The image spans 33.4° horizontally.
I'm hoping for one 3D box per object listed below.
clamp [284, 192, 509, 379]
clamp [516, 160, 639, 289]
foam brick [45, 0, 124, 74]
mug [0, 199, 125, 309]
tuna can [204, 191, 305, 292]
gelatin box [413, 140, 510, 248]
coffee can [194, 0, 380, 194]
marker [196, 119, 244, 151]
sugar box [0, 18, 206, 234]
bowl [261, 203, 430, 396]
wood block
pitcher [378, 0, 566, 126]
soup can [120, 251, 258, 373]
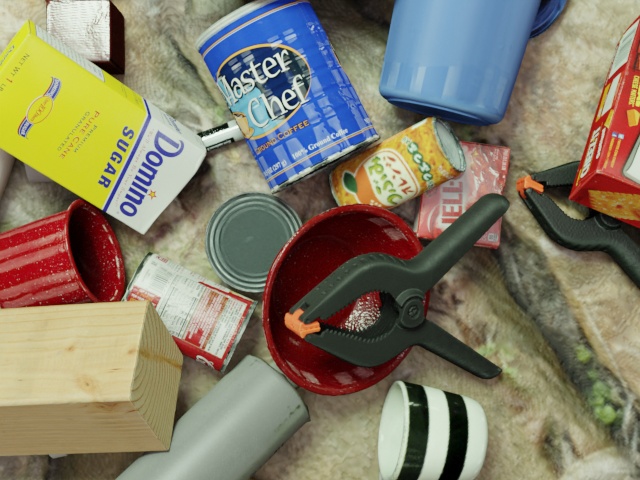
[{"bbox_3d":[0.072,0.061,0.875,0.209,0.036,0.164,-16,110,-24],"label":"clamp"},{"bbox_3d":[0.251,-0.011,0.926,0.171,0.039,0.120,11,78,-2],"label":"clamp"},{"bbox_3d":[-0.195,-0.169,0.893,0.053,0.078,0.051,0,91,-2],"label":"foam brick"},{"bbox_3d":[-0.215,0.029,0.890,0.081,0.093,0.117,-17,134,14],"label":"mug"},{"bbox_3d":[-0.056,0.001,0.919,0.086,0.034,0.086,0,90,-2],"label":"tuna can"},{"bbox_3d":[0.122,-0.041,0.927,0.073,0.030,0.089,7,89,-2],"label":"gelatin box"},{"bbox_3d":[-0.027,-0.123,0.886,0.103,0.103,0.140,-27,91,-2],"label":"coffee can"},{"bbox_3d":[-0.120,-0.078,0.924,0.121,0.020,0.020,-20,91,-2],"label":"marker"},{"bbox_3d":[-0.187,-0.087,0.861,0.176,0.048,0.093,34,105,-27],"label":"sugar box"},{"bbox_3d":[0.012,0.045,0.892,0.161,0.055,0.162,-7,105,-29],"label":"bowl"},{"bbox_3d":[-0.226,0.112,0.848,0.206,0.091,0.090,-5,52,12],"label":"wood block"},{"bbox_3d":[0.136,-0.221,0.888,0.149,0.145,0.243,14,93,10],"label":"pitcher"},{"bbox_3d":[-0.113,0.060,0.900,0.102,0.068,0.068,26,89,-1],"label":"soup can"}]
